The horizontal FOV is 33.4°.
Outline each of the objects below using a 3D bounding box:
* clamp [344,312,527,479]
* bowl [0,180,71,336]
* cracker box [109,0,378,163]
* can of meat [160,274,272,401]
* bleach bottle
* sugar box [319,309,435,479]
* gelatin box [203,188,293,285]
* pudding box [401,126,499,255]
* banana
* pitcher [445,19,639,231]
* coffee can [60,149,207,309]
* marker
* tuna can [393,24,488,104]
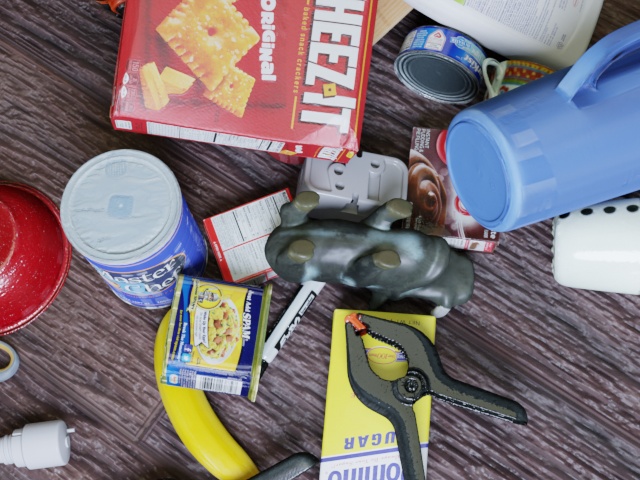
[{"bbox_3d":[0.088,0.123,0.895,0.120,0.039,0.171,-29,75,-12],"label":"clamp"},{"bbox_3d":[-0.321,0.009,1.005,0.162,0.055,0.162,-2,70,4],"label":"bowl"},{"bbox_3d":[-0.064,-0.165,0.922,0.213,0.072,0.164,8,86,-7],"label":"cracker box"},{"bbox_3d":[-0.090,0.083,0.931,0.084,0.057,0.102,9,61,-4],"label":"can of meat"},{"bbox_3d":[0.140,-0.245,0.992,0.250,0.068,0.102,23,82,-20],"label":"bleach bottle"},{"bbox_3d":[0.050,0.152,0.931,0.093,0.048,0.176,3,70,5],"label":"sugar box"},{"bbox_3d":[-0.056,0.001,1.001,0.089,0.030,0.073,-21,69,-4],"label":"gelatin box"},{"bbox_3d":[0.125,-0.047,0.999,0.090,0.039,0.113,6,71,6],"label":"pudding box"},{"bbox_3d":[-0.108,0.136,0.953,0.069,0.037,0.198,-17,70,0],"label":"banana"},{"bbox_3d":[0.234,-0.101,0.911,0.242,0.145,0.149,-20,98,-20],"label":"pitcher"},{"bbox_3d":[-0.162,-0.006,0.953,0.103,0.140,0.103,-1,70,4],"label":"coffee can"},{"bbox_3d":[-0.035,0.082,0.976,0.020,0.020,0.121,31,76,14],"label":"marker"},{"bbox_3d":[0.116,-0.167,1.018,0.086,0.086,0.033,19,71,10],"label":"tuna can"}]
